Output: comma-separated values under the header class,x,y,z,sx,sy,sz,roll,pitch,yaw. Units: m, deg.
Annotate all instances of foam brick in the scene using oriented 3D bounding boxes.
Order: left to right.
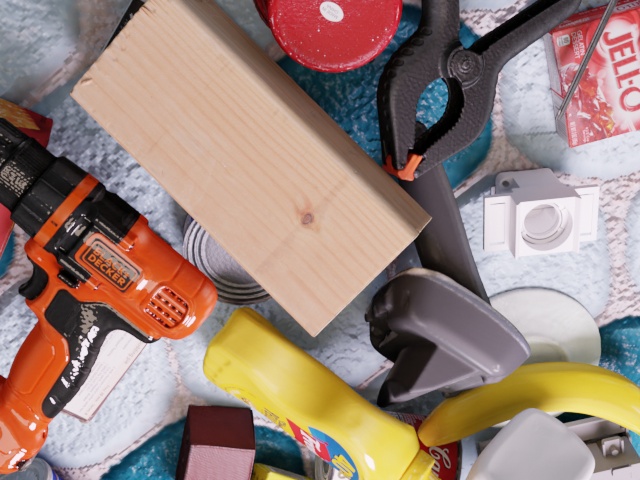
class,x,y,z,sx,sy,sz,roll,pitch,yaw
foam brick,-0.083,0.174,0.827,0.051,0.053,0.078,8,114,-11

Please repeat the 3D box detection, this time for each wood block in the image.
class,x,y,z,sx,sy,sz,roll,pitch,yaw
wood block,-0.040,-0.051,0.658,0.206,0.090,0.091,45,104,2

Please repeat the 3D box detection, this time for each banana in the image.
class,x,y,z,sx,sy,sz,roll,pitch,yaw
banana,0.173,0.126,0.809,0.197,0.037,0.069,4,82,-7

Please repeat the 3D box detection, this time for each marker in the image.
class,x,y,z,sx,sy,sz,roll,pitch,yaw
marker,-0.121,-0.139,0.687,0.020,0.020,0.121,28,110,-19

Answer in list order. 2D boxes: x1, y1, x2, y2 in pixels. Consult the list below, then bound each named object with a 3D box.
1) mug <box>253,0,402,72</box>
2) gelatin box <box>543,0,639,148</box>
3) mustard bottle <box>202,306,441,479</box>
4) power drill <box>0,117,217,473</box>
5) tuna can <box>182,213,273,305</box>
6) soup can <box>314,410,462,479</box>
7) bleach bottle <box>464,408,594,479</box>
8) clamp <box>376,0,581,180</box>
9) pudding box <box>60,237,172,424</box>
class,x,y,z,sx,sy,sz,roll,pitch,yaw
mug,0.006,-0.164,0.655,0.093,0.081,0.117,4,115,-9
gelatin box,0.196,-0.116,0.731,0.073,0.030,0.089,-15,117,0
mustard bottle,0.008,0.125,0.750,0.192,0.096,0.058,35,71,10
power drill,-0.185,0.039,0.657,0.184,0.057,0.188,40,108,-8
tuna can,-0.055,0.001,0.756,0.086,0.034,0.086,-3,116,-6
soup can,0.052,0.167,0.832,0.102,0.068,0.068,8,115,-10
bleach bottle,0.110,0.239,0.814,0.068,0.102,0.251,40,134,18
clamp,0.096,-0.116,0.682,0.120,0.039,0.171,16,101,-15
pudding box,-0.145,0.057,0.741,0.039,0.090,0.114,29,110,-20
